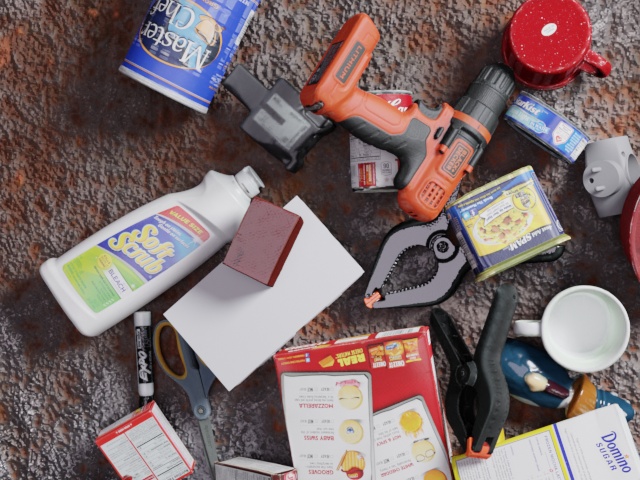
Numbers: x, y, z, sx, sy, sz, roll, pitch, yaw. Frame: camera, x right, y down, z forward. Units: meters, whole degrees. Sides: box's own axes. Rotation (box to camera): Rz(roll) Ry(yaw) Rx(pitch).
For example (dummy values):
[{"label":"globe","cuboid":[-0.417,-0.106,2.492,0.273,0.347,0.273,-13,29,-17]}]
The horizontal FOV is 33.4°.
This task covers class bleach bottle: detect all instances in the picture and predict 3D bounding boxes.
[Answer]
[{"label":"bleach bottle","cuboid":[-0.175,-0.004,1.158,0.251,0.068,0.102,-35,86,6]}]

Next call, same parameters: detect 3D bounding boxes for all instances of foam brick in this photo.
[{"label":"foam brick","cuboid":[-0.057,0.001,1.077,0.053,0.051,0.078,26,89,6]}]

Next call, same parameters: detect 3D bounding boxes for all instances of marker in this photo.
[{"label":"marker","cuboid":[-0.195,0.139,1.184,0.020,0.020,0.121,-3,91,9]}]

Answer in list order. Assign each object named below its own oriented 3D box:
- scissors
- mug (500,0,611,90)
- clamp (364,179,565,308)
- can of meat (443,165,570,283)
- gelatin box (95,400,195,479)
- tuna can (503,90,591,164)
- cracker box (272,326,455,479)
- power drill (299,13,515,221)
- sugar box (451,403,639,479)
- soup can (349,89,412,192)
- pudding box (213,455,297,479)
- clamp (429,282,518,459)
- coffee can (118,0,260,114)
[{"label":"scissors","cuboid":[-0.117,0.171,1.174,0.096,0.016,0.202,-28,87,8]},{"label":"mug","cuboid":[0.240,-0.197,1.077,0.117,0.081,0.093,33,95,7]},{"label":"clamp","cuboid":[0.138,0.011,1.119,0.210,0.036,0.164,-44,84,3]},{"label":"can of meat","cuboid":[0.185,-0.016,1.071,0.102,0.057,0.084,-25,83,0]},{"label":"gelatin box","cuboid":[-0.191,0.231,1.169,0.073,0.030,0.089,-30,104,8]},{"label":"tuna can","cuboid":[0.228,-0.113,1.079,0.086,0.086,0.034,36,97,7]},{"label":"cracker box","cuboid":[0.052,0.207,1.119,0.164,0.072,0.214,-11,90,11]},{"label":"power drill","cuboid":[0.088,-0.139,1.054,0.187,0.057,0.184,35,80,-16]},{"label":"sugar box","cuboid":[0.223,0.232,1.043,0.176,0.048,0.093,-20,64,15]},{"label":"soup can","cuboid":[0.064,-0.102,1.114,0.068,0.068,0.102,-2,91,9]},{"label":"pudding box","cuboid":[-0.067,0.280,1.125,0.114,0.039,0.090,-3,90,50]},{"label":"clamp","cuboid":[0.160,0.127,1.061,0.039,0.120,0.171,7,61,-28]},{"label":"coffee can","cuboid":[-0.137,-0.219,1.127,0.103,0.102,0.140,28,95,8]}]
